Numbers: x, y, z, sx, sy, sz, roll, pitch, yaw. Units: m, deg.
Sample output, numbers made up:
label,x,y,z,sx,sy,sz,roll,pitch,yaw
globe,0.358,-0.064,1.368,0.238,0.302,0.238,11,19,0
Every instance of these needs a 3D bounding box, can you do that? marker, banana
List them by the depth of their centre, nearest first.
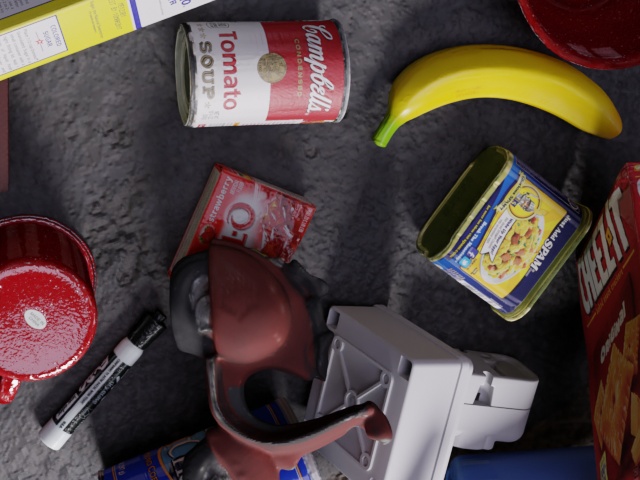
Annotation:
label,x,y,z,sx,sy,sz,roll,pitch,yaw
marker,-0.150,0.095,0.744,0.020,0.020,0.121,41,92,-23
banana,0.129,-0.105,0.759,0.197,0.037,0.070,-3,119,-16

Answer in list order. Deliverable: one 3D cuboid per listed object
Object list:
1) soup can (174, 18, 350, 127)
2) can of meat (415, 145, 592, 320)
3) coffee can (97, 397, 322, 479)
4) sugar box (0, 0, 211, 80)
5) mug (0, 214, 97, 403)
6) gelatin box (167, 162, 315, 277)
label,x,y,z,sx,sy,sz,roll,pitch,yaw
soup can,-0.039,-0.108,0.689,0.102,0.068,0.068,-4,108,-15
can of meat,0.132,-0.007,0.778,0.083,0.057,0.102,35,94,-21
coffee can,-0.072,0.183,0.750,0.140,0.103,0.103,-21,111,-10
sugar box,-0.148,-0.157,0.624,0.176,0.093,0.048,-22,152,-13
mug,-0.191,0.049,0.684,0.093,0.081,0.117,18,101,-21
gelatin box,-0.055,0.001,0.738,0.073,0.030,0.089,21,99,-21
